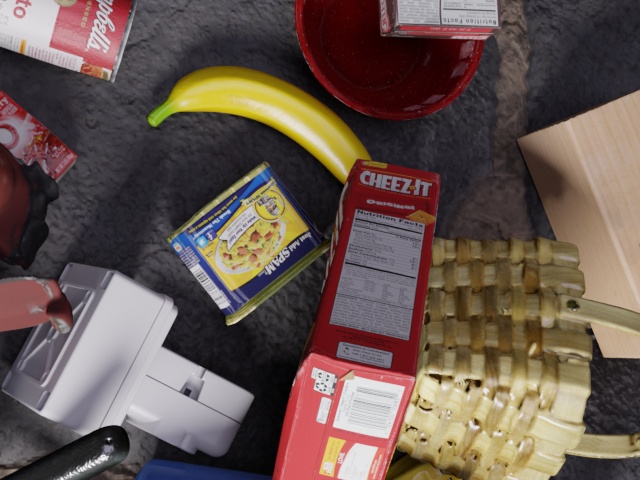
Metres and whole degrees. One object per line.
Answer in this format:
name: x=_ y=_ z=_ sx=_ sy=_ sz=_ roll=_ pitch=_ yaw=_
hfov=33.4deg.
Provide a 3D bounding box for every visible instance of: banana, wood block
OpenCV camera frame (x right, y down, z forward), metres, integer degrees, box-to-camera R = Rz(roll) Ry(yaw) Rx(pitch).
banana: x=-0.036 y=-0.093 z=0.849 sx=0.197 sy=0.037 sz=0.069 roll=18 pitch=92 yaw=-14
wood block: x=0.259 y=-0.013 z=0.900 sx=0.090 sy=0.091 sz=0.206 roll=-23 pitch=92 yaw=-18

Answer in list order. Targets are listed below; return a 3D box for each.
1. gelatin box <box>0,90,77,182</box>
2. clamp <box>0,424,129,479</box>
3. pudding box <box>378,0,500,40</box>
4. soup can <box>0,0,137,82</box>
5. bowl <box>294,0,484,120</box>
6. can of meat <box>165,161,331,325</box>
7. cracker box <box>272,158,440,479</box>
gelatin box: x=-0.236 y=-0.052 z=0.785 sx=0.073 sy=0.030 sz=0.089 roll=41 pitch=75 yaw=-9
clamp: x=-0.224 y=0.186 z=0.706 sx=0.209 sy=0.165 sz=0.036 roll=-18 pitch=66 yaw=-15
pudding box: x=0.092 y=-0.216 z=0.837 sx=0.090 sy=0.039 sz=0.113 roll=-1 pitch=87 yaw=-17
soup can: x=-0.193 y=-0.165 z=0.789 sx=0.102 sy=0.069 sz=0.068 roll=16 pitch=80 yaw=-14
bowl: x=0.050 y=-0.173 z=0.870 sx=0.162 sy=0.055 sz=0.162 roll=2 pitch=85 yaw=-17
can of meat: x=-0.055 y=0.001 z=0.822 sx=0.102 sy=0.057 sz=0.084 roll=-39 pitch=94 yaw=-17
cracker box: x=0.025 y=0.070 z=0.731 sx=0.072 sy=0.164 sz=0.213 roll=13 pitch=38 yaw=1
